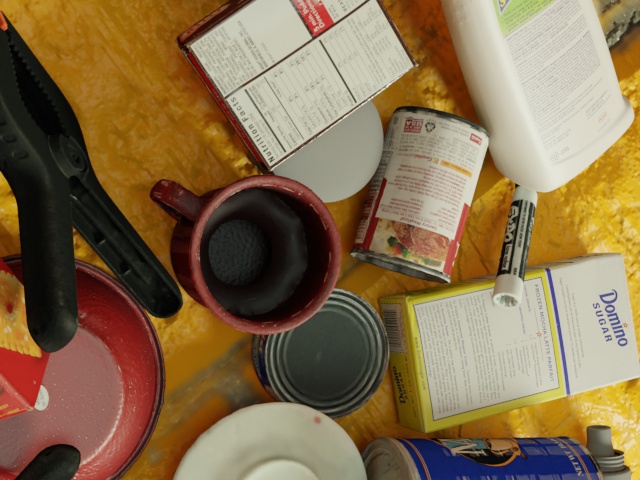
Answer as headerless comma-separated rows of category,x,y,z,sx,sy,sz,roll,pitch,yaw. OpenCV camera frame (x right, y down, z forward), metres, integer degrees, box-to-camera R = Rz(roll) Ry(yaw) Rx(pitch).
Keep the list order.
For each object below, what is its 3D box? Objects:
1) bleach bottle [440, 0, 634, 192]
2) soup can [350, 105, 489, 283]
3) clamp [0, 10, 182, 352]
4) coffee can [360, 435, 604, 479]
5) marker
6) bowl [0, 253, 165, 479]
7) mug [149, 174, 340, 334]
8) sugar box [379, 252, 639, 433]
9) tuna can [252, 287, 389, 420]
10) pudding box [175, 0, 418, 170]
bleach bottle,0.126,-0.149,0.663,0.102,0.068,0.250,-41,133,-14
soup can,0.066,-0.030,0.702,0.068,0.069,0.102,18,84,-20
clamp,-0.153,-0.035,0.592,0.036,0.164,0.210,-26,93,12
coffee can,0.103,0.181,0.703,0.140,0.103,0.103,3,90,-21
marker,0.136,-0.008,0.730,0.020,0.020,0.121,30,54,-19
bowl,-0.165,0.088,0.626,0.162,0.055,0.162,0,91,-20
mug,-0.054,0.001,0.650,0.117,0.082,0.093,33,80,-18
sugar box,0.134,0.068,0.742,0.176,0.048,0.093,-10,92,-23
tuna can,-0.001,0.072,0.698,0.086,0.034,0.086,-1,92,-20
pudding box,-0.013,-0.109,0.619,0.113,0.039,0.090,-35,113,-4
